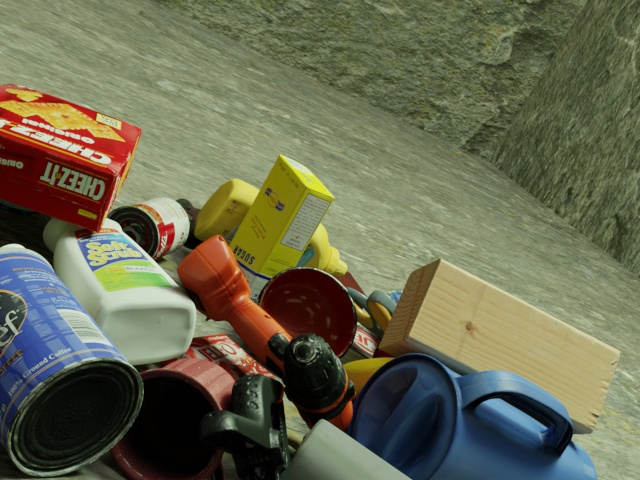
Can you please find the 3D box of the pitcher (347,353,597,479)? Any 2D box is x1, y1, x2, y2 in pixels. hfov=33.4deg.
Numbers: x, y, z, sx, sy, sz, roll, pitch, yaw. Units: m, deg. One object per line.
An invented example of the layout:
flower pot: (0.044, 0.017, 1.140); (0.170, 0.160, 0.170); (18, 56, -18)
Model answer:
pitcher: (0.157, 0.201, 0.994); (0.242, 0.145, 0.149); (28, -9, -35)

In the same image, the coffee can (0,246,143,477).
coffee can: (-0.207, 0.085, 0.768); (0.102, 0.103, 0.140); (12, 23, -50)

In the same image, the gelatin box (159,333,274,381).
gelatin box: (-0.096, 0.121, 1.007); (0.073, 0.030, 0.089); (37, 15, 24)

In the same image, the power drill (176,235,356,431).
power drill: (-0.047, 0.082, 0.935); (0.188, 0.057, 0.184); (46, -14, 24)

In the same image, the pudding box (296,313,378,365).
pudding box: (0.013, 0.111, 1.240); (0.113, 0.039, 0.090); (29, 14, -5)

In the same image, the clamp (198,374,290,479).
clamp: (-0.047, 0.149, 0.769); (0.036, 0.164, 0.210); (-13, 25, 5)

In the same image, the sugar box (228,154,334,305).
sugar box: (-0.058, 0.001, 1.192); (0.048, 0.176, 0.093); (24, 15, -31)

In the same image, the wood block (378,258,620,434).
wood block: (0.177, 0.109, 1.059); (0.206, 0.090, 0.090); (28, -17, -8)

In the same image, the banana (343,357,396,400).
banana: (0.046, 0.143, 1.080); (0.069, 0.037, 0.198); (6, -13, -16)

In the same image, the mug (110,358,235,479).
mug: (-0.101, 0.147, 0.820); (0.117, 0.093, 0.081); (63, 11, 1)

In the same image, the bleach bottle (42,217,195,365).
bleach bottle: (-0.213, 0.029, 1.021); (0.102, 0.068, 0.251); (-2, 25, -33)

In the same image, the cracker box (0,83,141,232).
cracker box: (-0.281, -0.093, 1.101); (0.164, 0.072, 0.213); (19, 15, -8)

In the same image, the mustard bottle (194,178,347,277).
mustard bottle: (-0.049, -0.001, 1.291); (0.191, 0.096, 0.058); (27, 44, -23)

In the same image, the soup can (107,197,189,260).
soup can: (-0.193, -0.011, 1.187); (0.068, 0.068, 0.102); (32, 14, 7)

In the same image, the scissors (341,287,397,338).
scissors: (0.079, 0.116, 1.199); (0.096, 0.016, 0.201); (24, -28, 36)
